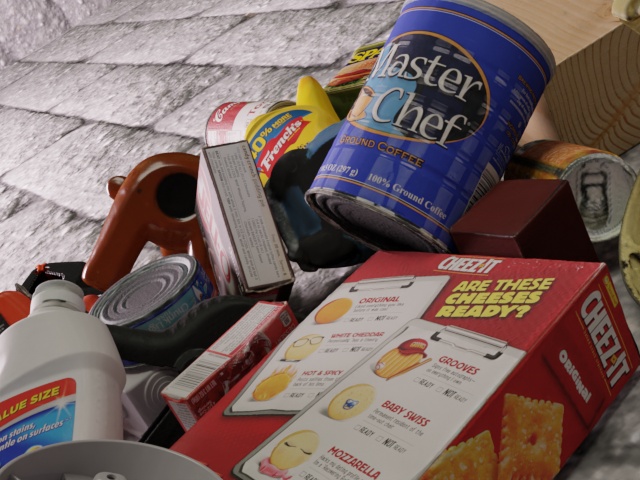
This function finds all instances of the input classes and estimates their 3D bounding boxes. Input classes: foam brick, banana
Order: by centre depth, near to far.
[{"bbox_3d":[0.118,0.011,0.600,0.053,0.078,0.051,-41,28,-28],"label":"foam brick"},{"bbox_3d":[0.021,-0.093,0.939,0.198,0.037,0.069,35,99,56],"label":"banana"}]

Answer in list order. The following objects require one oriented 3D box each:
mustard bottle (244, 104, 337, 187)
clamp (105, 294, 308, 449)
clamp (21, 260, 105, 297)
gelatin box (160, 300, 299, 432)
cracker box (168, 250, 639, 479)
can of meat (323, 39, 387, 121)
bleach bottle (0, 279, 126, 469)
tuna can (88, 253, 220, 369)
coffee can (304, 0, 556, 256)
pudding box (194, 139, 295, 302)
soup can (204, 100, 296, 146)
[{"bbox_3d":[-0.018,-0.064,0.887,0.096,0.058,0.192,-47,34,1],"label":"mustard bottle"},{"bbox_3d":[-0.086,0.074,0.657,0.171,0.120,0.039,-29,14,-12],"label":"clamp"},{"bbox_3d":[-0.226,0.058,0.937,0.164,0.036,0.210,-29,23,0],"label":"clamp"},{"bbox_3d":[-0.038,0.089,0.618,0.030,0.073,0.089,3,37,49],"label":"gelatin box"},{"bbox_3d":[0.032,0.095,0.531,0.213,0.072,0.164,-42,27,-30],"label":"cracker box"},{"bbox_3d":[0.056,-0.148,1.025,0.102,0.057,0.083,-5,35,44],"label":"can of meat"},{"bbox_3d":[-0.151,0.130,0.543,0.102,0.068,0.251,-13,51,10],"label":"bleach bottle"},{"bbox_3d":[-0.111,0.046,0.710,0.086,0.033,0.086,-24,24,11],"label":"tuna can"},{"bbox_3d":[0.067,-0.064,0.647,0.103,0.102,0.140,11,71,56],"label":"coffee can"},{"bbox_3d":[-0.055,0.001,0.736,0.039,0.113,0.090,-15,-23,-15],"label":"pudding box"},{"bbox_3d":[-0.060,-0.103,1.047,0.068,0.068,0.102,-40,26,-26],"label":"soup can"}]
